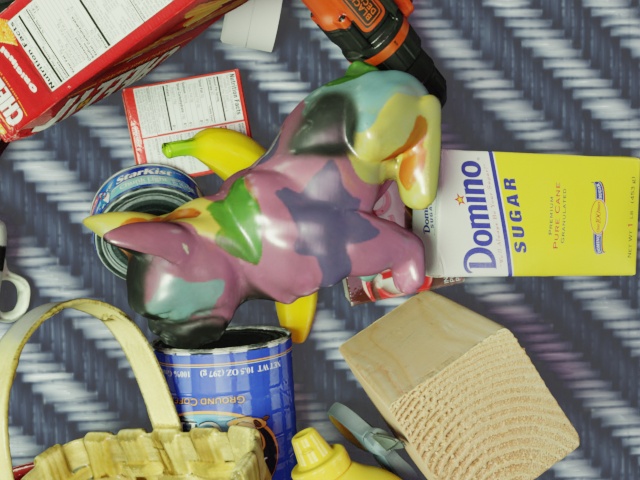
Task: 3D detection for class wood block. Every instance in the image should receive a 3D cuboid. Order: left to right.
[{"bbox_3d":[0.086,0.104,0.738,0.090,0.206,0.091,-34,97,-4],"label":"wood block"}]

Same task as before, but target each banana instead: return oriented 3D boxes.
[{"bbox_3d":[-0.043,-0.013,0.782,0.069,0.037,0.197,-39,119,-13],"label":"banana"}]

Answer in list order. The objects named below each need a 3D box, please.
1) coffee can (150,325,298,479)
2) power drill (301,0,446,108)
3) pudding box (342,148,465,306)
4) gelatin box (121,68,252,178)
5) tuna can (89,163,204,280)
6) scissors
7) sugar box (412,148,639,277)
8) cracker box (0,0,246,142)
[{"bbox_3d":[-0.067,0.139,0.775,0.102,0.103,0.140,-4,94,-7],"label":"coffee can"},{"bbox_3d":[0.075,-0.206,0.775,0.187,0.057,0.184,-52,124,-8],"label":"power drill"},{"bbox_3d":[0.054,-0.014,0.810,0.090,0.039,0.113,-12,96,-6],"label":"pudding box"},{"bbox_3d":[-0.097,-0.083,0.792,0.089,0.030,0.073,-11,95,-9],"label":"gelatin box"},{"bbox_3d":[-0.123,-0.011,0.773,0.086,0.034,0.086,-7,125,-11],"label":"tuna can"},{"bbox_3d":[0.053,0.152,0.741,0.096,0.202,0.016,46,80,-11],"label":"scissors"},{"bbox_3d":[0.155,-0.019,0.796,0.176,0.048,0.093,-1,93,-25],"label":"sugar box"},{"bbox_3d":[-0.104,-0.154,0.672,0.214,0.164,0.072,-26,99,38],"label":"cracker box"}]
